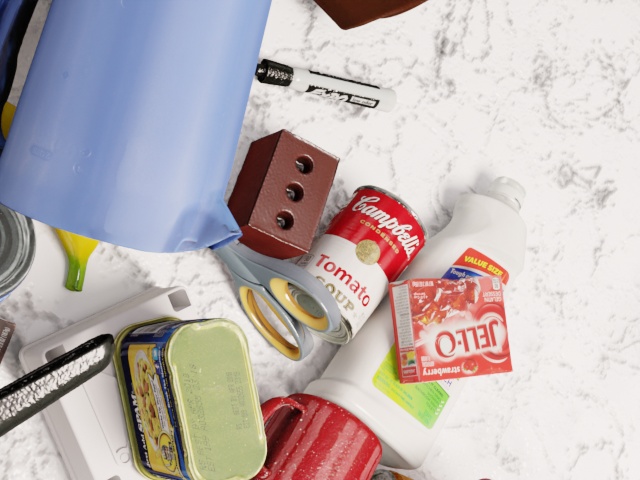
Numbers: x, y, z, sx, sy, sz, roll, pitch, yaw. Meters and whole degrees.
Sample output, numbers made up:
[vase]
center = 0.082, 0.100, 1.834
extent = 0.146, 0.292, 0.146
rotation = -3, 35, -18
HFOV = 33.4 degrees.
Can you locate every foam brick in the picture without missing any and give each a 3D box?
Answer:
[foam brick]
center = -0.030, -0.032, 0.770
extent = 0.053, 0.051, 0.078
rotation = 26, 73, -26

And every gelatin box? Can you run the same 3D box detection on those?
[gelatin box]
center = 0.096, 0.064, 0.772
extent = 0.089, 0.030, 0.073
rotation = -1, 81, -32

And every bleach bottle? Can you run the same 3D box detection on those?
[bleach bottle]
center = 0.090, 0.047, 0.828
extent = 0.102, 0.068, 0.250
rotation = 42, 64, -21

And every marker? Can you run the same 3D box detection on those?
[marker]
center = 0.004, -0.119, 0.818
extent = 0.120, 0.020, 0.020
rotation = 9, 80, -29

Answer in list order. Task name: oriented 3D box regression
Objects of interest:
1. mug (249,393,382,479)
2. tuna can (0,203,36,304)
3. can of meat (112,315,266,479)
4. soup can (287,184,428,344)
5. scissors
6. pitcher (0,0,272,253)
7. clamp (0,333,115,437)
[mug]
center = -0.015, 0.153, 0.735
extent = 0.117, 0.093, 0.081
rotation = 53, 57, -34
[tuna can]
center = -0.213, 0.001, 0.632
extent = 0.086, 0.034, 0.086
rotation = 14, 64, -30
[can of meat]
center = -0.078, 0.096, 0.642
extent = 0.057, 0.084, 0.102
rotation = -12, 91, -31
[soup can]
center = 0.024, 0.018, 0.787
extent = 0.068, 0.069, 0.102
rotation = 48, 65, -18
[scissors]
center = -0.055, 0.001, 0.733
extent = 0.016, 0.096, 0.201
rotation = -45, 111, -37
[pitcher]
center = -0.103, -0.122, 0.610
extent = 0.149, 0.145, 0.243
rotation = 14, 97, -27
[clamp]
center = -0.231, 0.103, 0.576
extent = 0.164, 0.036, 0.210
rotation = 35, 77, -20
